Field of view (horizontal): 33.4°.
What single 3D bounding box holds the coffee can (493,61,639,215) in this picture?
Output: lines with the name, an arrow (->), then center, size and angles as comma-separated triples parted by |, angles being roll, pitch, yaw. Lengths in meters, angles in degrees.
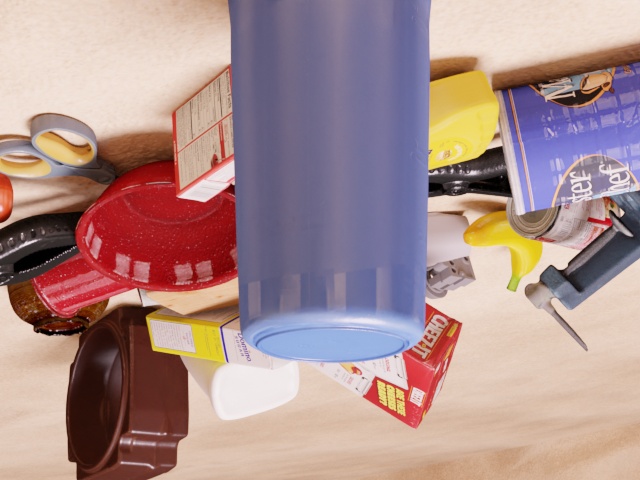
coffee can -> 0.216, -0.084, 0.853 | 0.140, 0.103, 0.102 | -11, 160, 10

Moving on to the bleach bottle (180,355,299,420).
bleach bottle -> -0.120, 0.116, 1.193 | 0.102, 0.068, 0.251 | -12, -160, -25

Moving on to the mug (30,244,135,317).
mug -> -0.215, 0.015, 1.019 | 0.082, 0.093, 0.117 | -18, -171, 16

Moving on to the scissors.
scissors -> -0.206, -0.055, 0.910 | 0.096, 0.016, 0.201 | -13, 159, 8

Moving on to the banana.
banana -> 0.206, 0.003, 1.160 | 0.037, 0.069, 0.197 | 22, 172, 31

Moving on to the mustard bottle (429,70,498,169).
mustard bottle -> 0.037, -0.074, 0.824 | 0.191, 0.058, 0.096 | -16, 163, -15

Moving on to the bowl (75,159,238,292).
bowl -> -0.127, -0.020, 0.919 | 0.162, 0.055, 0.162 | -3, 145, -2

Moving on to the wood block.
wood block -> -0.056, 0.002, 1.015 | 0.206, 0.091, 0.090 | -13, 160, 15

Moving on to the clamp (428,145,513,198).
clamp -> 0.130, -0.064, 0.973 | 0.171, 0.039, 0.120 | -3, 159, -10

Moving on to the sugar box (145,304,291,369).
sugar box -> -0.082, 0.088, 1.074 | 0.177, 0.048, 0.093 | 6, -159, 41

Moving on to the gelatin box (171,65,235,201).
gelatin box -> -0.077, -0.079, 0.806 | 0.030, 0.073, 0.089 | 10, 154, -38

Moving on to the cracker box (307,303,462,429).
cracker box -> 0.035, 0.092, 1.135 | 0.214, 0.072, 0.164 | 30, 153, 15

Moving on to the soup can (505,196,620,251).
soup can -> 0.245, -0.027, 1.074 | 0.102, 0.068, 0.069 | 10, 154, -40

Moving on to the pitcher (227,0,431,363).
pitcher -> 0.011, -0.050, 0.665 | 0.149, 0.243, 0.145 | 7, 160, -20

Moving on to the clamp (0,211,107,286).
clamp -> -0.287, 0.024, 0.914 | 0.209, 0.036, 0.165 | -20, 164, -32
